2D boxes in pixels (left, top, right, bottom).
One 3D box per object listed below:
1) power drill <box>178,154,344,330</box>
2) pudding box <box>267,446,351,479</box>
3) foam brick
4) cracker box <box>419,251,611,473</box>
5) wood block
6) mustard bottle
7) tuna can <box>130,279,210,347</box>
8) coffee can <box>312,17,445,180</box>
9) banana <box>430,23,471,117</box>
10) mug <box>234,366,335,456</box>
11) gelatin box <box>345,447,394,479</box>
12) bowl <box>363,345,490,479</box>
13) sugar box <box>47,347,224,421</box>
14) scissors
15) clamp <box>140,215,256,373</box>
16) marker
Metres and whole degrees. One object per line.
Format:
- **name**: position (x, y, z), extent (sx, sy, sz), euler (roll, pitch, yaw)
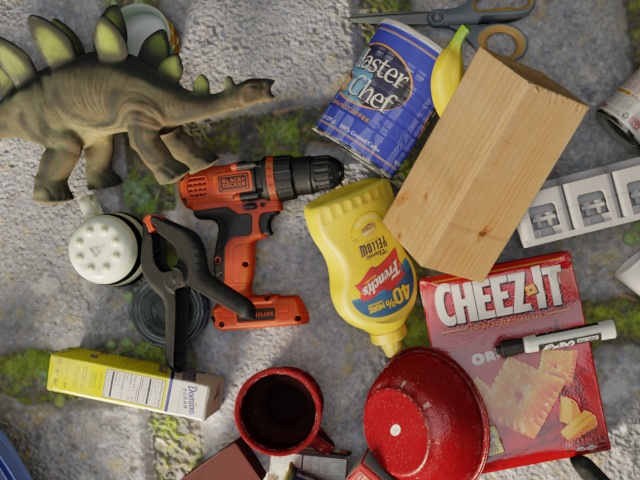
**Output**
- **power drill**: position (-0.058, 0.001, 1.169), extent (0.184, 0.057, 0.187), euler (-6, 86, 10)
- **pudding box**: position (-0.015, 0.283, 1.168), extent (0.090, 0.039, 0.113), euler (5, 92, 5)
- **foam brick**: position (-0.106, 0.259, 1.172), extent (0.078, 0.051, 0.053), euler (-34, 85, 4)
- **cracker box**: position (0.203, 0.129, 1.130), extent (0.164, 0.072, 0.214), euler (-11, 87, 5)
- **wood block**: position (0.161, -0.073, 1.061), extent (0.090, 0.090, 0.206), euler (15, 113, -34)
- **mustard bottle**: position (0.053, 0.036, 1.140), extent (0.096, 0.058, 0.191), euler (-24, 106, -25)
- **tuna can**: position (-0.168, 0.077, 1.190), extent (0.086, 0.033, 0.086), euler (0, 89, 6)
- **coffee can**: position (0.072, -0.150, 1.133), extent (0.103, 0.102, 0.140), euler (34, 93, 6)
- **banana**: position (0.162, -0.131, 1.102), extent (0.070, 0.197, 0.037), euler (-25, 42, 15)
- **mug**: position (-0.031, 0.187, 1.149), extent (0.117, 0.081, 0.093), euler (38, 93, 6)
- **gelatin box**: position (0.065, 0.262, 1.134), extent (0.073, 0.089, 0.030), euler (42, 95, 5)
- **bowl**: position (0.096, 0.193, 1.103), extent (0.162, 0.055, 0.162), euler (8, 101, 46)
- **sugar box**: position (-0.198, 0.154, 1.163), extent (0.176, 0.093, 0.048), euler (8, 90, 5)
- **scissors**: position (0.140, -0.227, 1.171), extent (0.202, 0.016, 0.096), euler (-14, 88, 6)
- **clamp**: position (-0.151, 0.053, 1.142), extent (0.120, 0.039, 0.171), euler (-43, 64, 12)
- **marker**: position (0.237, 0.100, 1.081), extent (0.121, 0.020, 0.020), euler (-11, 88, 3)
